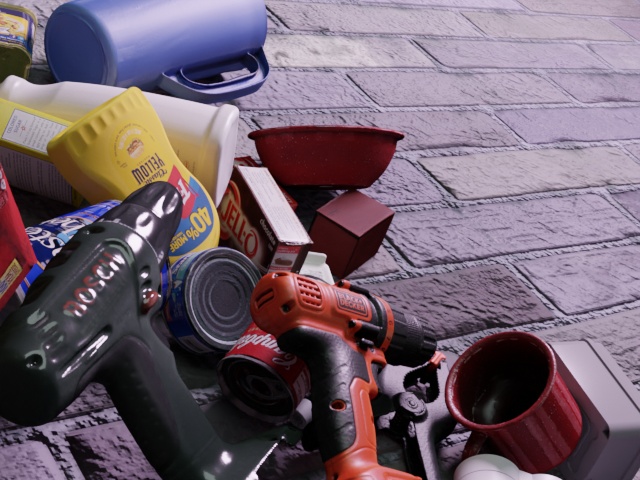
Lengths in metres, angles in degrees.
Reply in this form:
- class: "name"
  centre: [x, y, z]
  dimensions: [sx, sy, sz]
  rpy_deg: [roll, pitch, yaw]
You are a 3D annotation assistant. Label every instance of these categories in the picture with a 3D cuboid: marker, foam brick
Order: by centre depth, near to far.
- class: "marker"
  centre: [0.020, 0.110, 0.861]
  dimensions: [0.020, 0.020, 0.120]
  rpy_deg: [36, 49, 22]
- class: "foam brick"
  centre: [0.026, -0.008, 1.039]
  dimensions: [0.053, 0.051, 0.078]
  rpy_deg: [32, 33, 18]

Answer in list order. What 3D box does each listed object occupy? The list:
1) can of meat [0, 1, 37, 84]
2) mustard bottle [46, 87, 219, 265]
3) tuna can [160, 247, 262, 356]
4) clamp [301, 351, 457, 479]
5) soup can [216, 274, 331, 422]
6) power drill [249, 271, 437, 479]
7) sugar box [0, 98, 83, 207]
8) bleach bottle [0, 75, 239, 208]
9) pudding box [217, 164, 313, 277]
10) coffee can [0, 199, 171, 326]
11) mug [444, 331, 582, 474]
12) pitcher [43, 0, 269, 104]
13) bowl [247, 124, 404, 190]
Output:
- class: "can of meat"
  centre: [-0.349, -0.206, 1.109]
  dimensions: [0.102, 0.057, 0.084]
  rpy_deg: [9, 36, -19]
- class: "mustard bottle"
  centre: [-0.138, -0.026, 0.893]
  dimensions: [0.096, 0.058, 0.191]
  rpy_deg: [-45, 109, -41]
- class: "tuna can"
  centre: [-0.084, 0.049, 0.858]
  dimensions: [0.085, 0.034, 0.086]
  rpy_deg: [11, 73, -40]
- class: "clamp"
  centre: [0.056, 0.139, 0.847]
  dimensions: [0.120, 0.039, 0.171]
  rpy_deg: [31, 33, -3]
- class: "soup can"
  centre: [-0.026, 0.083, 0.832]
  dimensions: [0.068, 0.069, 0.102]
  rpy_deg: [28, 48, 11]
- class: "power drill"
  centre: [0.038, 0.118, 0.761]
  dimensions: [0.184, 0.057, 0.188]
  rpy_deg: [19, 43, -41]
- class: "sugar box"
  centre: [-0.287, -0.089, 0.932]
  dimensions: [0.176, 0.093, 0.048]
  rpy_deg: [21, 65, -4]
- class: "bleach bottle"
  centre: [-0.206, -0.105, 0.985]
  dimensions: [0.251, 0.103, 0.068]
  rpy_deg: [16, 45, 3]
- class: "pudding box"
  centre: [-0.056, 0.001, 0.939]
  dimensions: [0.039, 0.090, 0.114]
  rpy_deg: [-1, 39, -32]
- class: "coffee can"
  centre: [-0.195, 0.036, 0.792]
  dimensions: [0.103, 0.103, 0.140]
  rpy_deg: [36, 34, 22]
- class: "mug"
  centre: [0.151, 0.142, 0.845]
  dimensions: [0.093, 0.081, 0.117]
  rpy_deg: [9, 57, 45]
- class: "pitcher"
  centre: [-0.174, -0.221, 1.178]
  dimensions: [0.149, 0.145, 0.242]
  rpy_deg: [10, 26, 35]
- class: "bowl"
  centre: [0.005, -0.081, 1.091]
  dimensions: [0.162, 0.055, 0.162]
  rpy_deg: [0, -1, 0]
